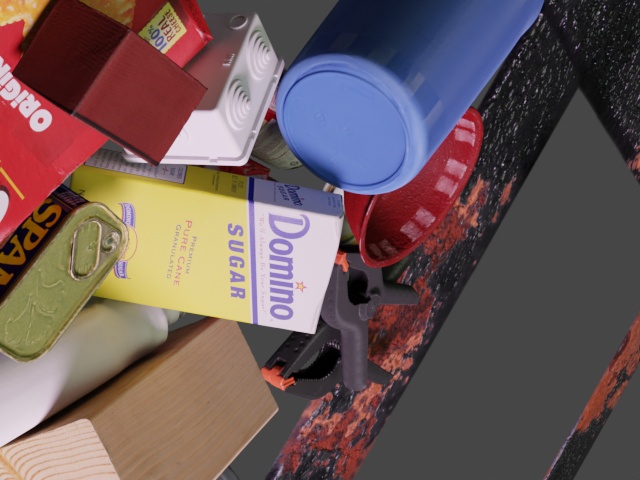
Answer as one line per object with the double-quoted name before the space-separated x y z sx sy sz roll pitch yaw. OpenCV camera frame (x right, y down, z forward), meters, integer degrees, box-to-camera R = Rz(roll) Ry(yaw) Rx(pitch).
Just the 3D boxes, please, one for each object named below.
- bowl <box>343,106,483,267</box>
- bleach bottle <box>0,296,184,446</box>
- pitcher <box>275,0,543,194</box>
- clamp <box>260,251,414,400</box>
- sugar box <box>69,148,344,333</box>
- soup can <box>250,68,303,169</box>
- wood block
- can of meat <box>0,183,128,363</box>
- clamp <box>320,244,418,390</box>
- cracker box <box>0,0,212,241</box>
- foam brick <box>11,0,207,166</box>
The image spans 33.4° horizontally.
"bowl" 0.070 -0.057 0.921 0.162 0.055 0.162 -40 152 -26
"bleach bottle" -0.181 0.081 0.683 0.250 0.103 0.068 -26 103 -45
"pitcher" 0.063 -0.134 0.769 0.242 0.145 0.149 -55 128 -43
"clamp" 0.023 0.091 1.054 0.209 0.036 0.165 -14 121 -50
"sugar box" -0.079 0.001 0.707 0.048 0.176 0.093 -89 -169 -63
"soup can" -0.043 -0.096 0.764 0.068 0.069 0.102 -61 150 2
"wood block" -0.120 0.131 0.736 0.091 0.090 0.205 65 24 -6
"can of meat" -0.179 0.007 0.635 0.102 0.084 0.057 -54 149 -10
"clamp" 0.033 0.067 0.995 0.171 0.039 0.120 45 64 -51
"cracker box" -0.170 -0.105 0.564 0.213 0.072 0.164 -48 148 -18
"foam brick" -0.108 -0.082 0.552 0.051 0.053 0.078 -57 151 0
